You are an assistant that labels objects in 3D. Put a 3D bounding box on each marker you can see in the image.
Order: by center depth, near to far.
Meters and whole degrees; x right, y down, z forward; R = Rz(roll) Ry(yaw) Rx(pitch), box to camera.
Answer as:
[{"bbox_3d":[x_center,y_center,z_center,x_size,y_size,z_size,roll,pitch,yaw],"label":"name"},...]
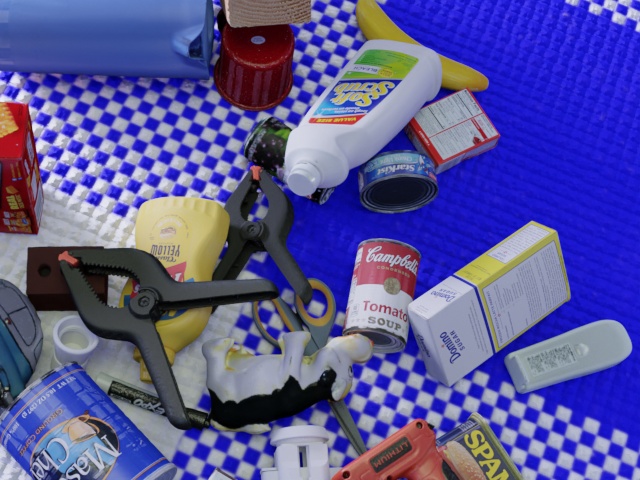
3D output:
[{"bbox_3d":[-0.165,0.160,1.056,0.121,0.020,0.020,21,65,2],"label":"marker"}]

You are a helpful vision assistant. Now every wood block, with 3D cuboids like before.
[{"bbox_3d":[-0.071,-0.310,1.177,0.090,0.091,0.206,-5,29,-10],"label":"wood block"}]

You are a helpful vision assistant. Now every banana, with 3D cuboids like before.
[{"bbox_3d":[0.107,-0.230,1.255,0.198,0.037,0.069,43,69,11],"label":"banana"}]

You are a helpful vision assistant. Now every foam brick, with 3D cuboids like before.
[{"bbox_3d":[-0.255,0.039,1.079,0.078,0.051,0.053,-1,67,-9],"label":"foam brick"}]

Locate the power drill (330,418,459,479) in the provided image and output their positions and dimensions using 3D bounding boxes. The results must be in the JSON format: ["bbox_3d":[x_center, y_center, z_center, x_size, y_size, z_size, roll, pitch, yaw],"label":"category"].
[{"bbox_3d":[0.091,0.271,0.960,0.184,0.057,0.188,-31,77,-22],"label":"power drill"}]

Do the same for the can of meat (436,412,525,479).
[{"bbox_3d":[0.143,0.234,1.045,0.083,0.057,0.102,-28,72,-15],"label":"can of meat"}]

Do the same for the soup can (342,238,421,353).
[{"bbox_3d":[0.063,0.058,1.106,0.068,0.068,0.102,13,66,-2],"label":"soup can"}]

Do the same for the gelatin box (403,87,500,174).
[{"bbox_3d":[0.149,-0.125,1.219,0.089,0.030,0.073,-26,71,-17],"label":"gelatin box"}]

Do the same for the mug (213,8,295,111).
[{"bbox_3d":[-0.079,-0.214,1.199,0.093,0.081,0.117,-29,73,-19],"label":"mug"}]

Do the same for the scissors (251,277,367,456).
[{"bbox_3d":[0.011,0.120,1.099,0.096,0.016,0.202,-39,76,-18],"label":"scissors"}]

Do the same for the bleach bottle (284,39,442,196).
[{"bbox_3d":[0.040,-0.126,1.135,0.103,0.068,0.250,15,43,20],"label":"bleach bottle"}]

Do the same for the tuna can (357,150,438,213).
[{"bbox_3d":[0.083,-0.063,1.152,0.086,0.086,0.034,-1,65,-8],"label":"tuna can"}]

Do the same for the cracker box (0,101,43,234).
[{"bbox_3d":[-0.389,-0.075,1.050,0.213,0.164,0.072,4,64,-7],"label":"cracker box"}]

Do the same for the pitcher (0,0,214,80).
[{"bbox_3d":[-0.239,-0.246,1.176,0.242,0.149,0.145,-1,81,-5],"label":"pitcher"}]

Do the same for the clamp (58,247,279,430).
[{"bbox_3d":[-0.165,0.075,1.015,0.210,0.036,0.164,22,67,11],"label":"clamp"}]

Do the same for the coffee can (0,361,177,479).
[{"bbox_3d":[-0.217,0.197,0.987,0.140,0.103,0.102,44,68,12],"label":"coffee can"}]

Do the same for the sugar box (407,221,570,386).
[{"bbox_3d":[0.176,0.064,1.106,0.176,0.093,0.048,-30,31,-18],"label":"sugar box"}]

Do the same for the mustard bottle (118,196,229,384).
[{"bbox_3d":[-0.154,0.051,1.079,0.096,0.058,0.191,1,66,18],"label":"mustard bottle"}]

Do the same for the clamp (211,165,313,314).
[{"bbox_3d":[-0.057,0.001,1.119,0.120,0.039,0.171,4,67,11],"label":"clamp"}]
